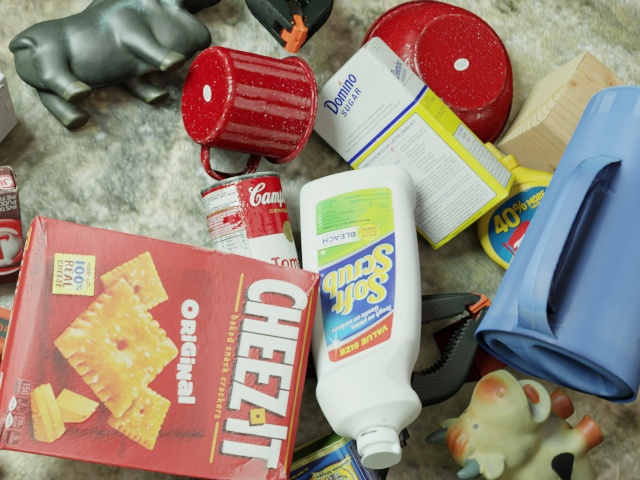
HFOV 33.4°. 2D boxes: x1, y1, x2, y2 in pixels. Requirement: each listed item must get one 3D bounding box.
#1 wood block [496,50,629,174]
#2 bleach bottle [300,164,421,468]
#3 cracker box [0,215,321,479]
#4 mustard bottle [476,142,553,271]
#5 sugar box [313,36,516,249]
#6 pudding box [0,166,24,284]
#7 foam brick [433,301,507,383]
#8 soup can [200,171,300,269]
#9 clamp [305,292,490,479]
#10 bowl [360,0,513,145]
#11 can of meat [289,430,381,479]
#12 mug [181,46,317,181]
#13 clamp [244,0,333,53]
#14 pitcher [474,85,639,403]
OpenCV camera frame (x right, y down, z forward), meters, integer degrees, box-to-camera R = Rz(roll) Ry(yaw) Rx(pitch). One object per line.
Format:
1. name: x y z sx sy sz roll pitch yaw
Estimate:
1. wood block: 0.284 -0.068 1.003 0.206 0.091 0.090 37 70 -9
2. bleach bottle: 0.041 0.058 0.839 0.102 0.068 0.251 -11 52 5
3. cracker box: -0.118 0.084 0.775 0.213 0.072 0.164 12 80 -16
4. mustard bottle: 0.198 -0.005 0.966 0.096 0.058 0.191 -33 84 13
5. sugar box: 0.076 -0.084 0.931 0.176 0.093 0.048 46 34 -4
6. pudding box: -0.279 -0.004 0.793 0.113 0.090 0.039 -9 41 -19
7. foam brick: 0.151 0.086 0.946 0.078 0.051 0.053 -24 87 -22
8. soup can: -0.056 0.001 0.881 0.068 0.069 0.102 -11 84 -21
9. clamp: 0.061 0.121 0.890 0.210 0.036 0.164 -31 94 -3
10. bowl: 0.118 -0.156 0.982 0.162 0.055 0.162 4 78 -18
11. can of meat: 0.001 0.206 0.847 0.102 0.057 0.084 -28 92 7
12. mug: -0.065 -0.103 0.883 0.081 0.093 0.117 6 113 -36
13. clamp: -0.040 -0.234 0.927 0.120 0.039 0.171 8 48 -8
14. pitcher: 0.226 -0.004 0.860 0.145 0.149 0.242 27 76 -10
